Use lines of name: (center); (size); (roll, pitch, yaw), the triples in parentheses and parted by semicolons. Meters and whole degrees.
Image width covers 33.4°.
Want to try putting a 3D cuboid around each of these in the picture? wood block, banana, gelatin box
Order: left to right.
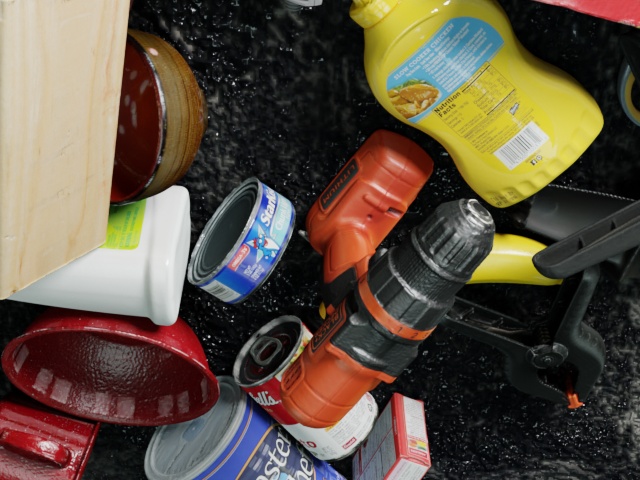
wood block: (-0.177, -0.080, 0.615); (0.091, 0.090, 0.206); (36, 135, 21)
gelatin box: (0.056, 0.181, 0.868); (0.030, 0.073, 0.089); (20, 121, -13)
banana: (0.095, 0.027, 0.786); (0.198, 0.037, 0.069); (-4, 122, 4)

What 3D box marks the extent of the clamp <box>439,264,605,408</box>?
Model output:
clamp: (0.173, 0.069, 0.791); (0.120, 0.039, 0.171); (-20, 138, 29)

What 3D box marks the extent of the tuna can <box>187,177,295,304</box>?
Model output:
tuna can: (-0.055, 0.001, 0.744); (0.033, 0.086, 0.086); (33, 118, -21)

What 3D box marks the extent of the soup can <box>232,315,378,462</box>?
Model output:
soup can: (-0.010, 0.116, 0.830); (0.069, 0.068, 0.102); (-32, 118, 20)

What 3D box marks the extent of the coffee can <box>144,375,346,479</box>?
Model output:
coffee can: (-0.057, 0.191, 0.860); (0.103, 0.103, 0.140); (-33, 117, 21)

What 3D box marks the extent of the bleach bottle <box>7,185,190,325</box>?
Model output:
bleach bottle: (-0.220, 0.001, 0.737); (0.251, 0.102, 0.068); (3, 132, -1)

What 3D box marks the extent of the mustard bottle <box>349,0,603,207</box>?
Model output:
mustard bottle: (0.085, -0.110, 0.683); (0.191, 0.058, 0.096); (39, 118, -22)

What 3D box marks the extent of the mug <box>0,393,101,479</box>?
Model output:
mug: (-0.228, 0.170, 0.850); (0.081, 0.093, 0.117); (21, 161, -6)

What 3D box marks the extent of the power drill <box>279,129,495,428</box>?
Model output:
power drill: (0.039, 0.006, 0.684); (0.057, 0.187, 0.185); (32, 120, -17)

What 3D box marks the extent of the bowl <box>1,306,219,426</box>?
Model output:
bowl: (-0.152, 0.082, 0.800); (0.162, 0.055, 0.162); (4, 147, 2)
